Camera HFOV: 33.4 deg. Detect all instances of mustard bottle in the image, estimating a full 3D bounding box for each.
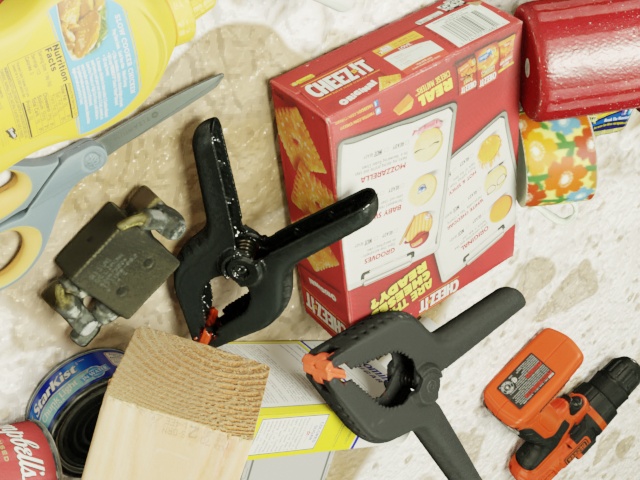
[{"bbox_3d":[-0.137,-0.093,0.545,0.191,0.058,0.096,-29,140,-23],"label":"mustard bottle"}]

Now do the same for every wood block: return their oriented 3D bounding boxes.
[{"bbox_3d":[-0.107,0.171,0.672,0.090,0.090,0.206,18,113,-4],"label":"wood block"}]

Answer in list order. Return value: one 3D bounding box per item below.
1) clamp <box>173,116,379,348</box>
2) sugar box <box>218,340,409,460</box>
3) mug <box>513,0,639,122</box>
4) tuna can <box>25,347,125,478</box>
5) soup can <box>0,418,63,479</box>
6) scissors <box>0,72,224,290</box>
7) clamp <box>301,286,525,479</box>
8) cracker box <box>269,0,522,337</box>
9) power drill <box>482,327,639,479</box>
[{"bbox_3d":[-0.054,0.001,0.684,0.172,0.120,0.039,-51,-172,31],"label":"clamp"},{"bbox_3d":[-0.014,0.115,0.791,0.175,0.093,0.048,9,114,-45],"label":"sugar box"},{"bbox_3d":[0.176,-0.130,0.731,0.081,0.117,0.093,-9,116,-2],"label":"mug"},{"bbox_3d":[-0.150,0.116,0.712,0.086,0.034,0.086,-24,133,-28],"label":"tuna can"},{"bbox_3d":[-0.218,0.151,0.650,0.102,0.069,0.068,-5,123,-40],"label":"soup can"},{"bbox_3d":[-0.141,-0.031,0.623,0.201,0.016,0.096,-22,134,-30],"label":"scissors"},{"bbox_3d":[0.074,0.093,0.778,0.209,0.036,0.164,23,82,-42],"label":"clamp"},{"bbox_3d":[0.058,-0.045,0.754,0.164,0.072,0.214,-30,137,-23],"label":"cracker box"},{"bbox_3d":[0.252,0.164,1.102,0.184,0.057,0.187,-46,140,-5],"label":"power drill"}]
